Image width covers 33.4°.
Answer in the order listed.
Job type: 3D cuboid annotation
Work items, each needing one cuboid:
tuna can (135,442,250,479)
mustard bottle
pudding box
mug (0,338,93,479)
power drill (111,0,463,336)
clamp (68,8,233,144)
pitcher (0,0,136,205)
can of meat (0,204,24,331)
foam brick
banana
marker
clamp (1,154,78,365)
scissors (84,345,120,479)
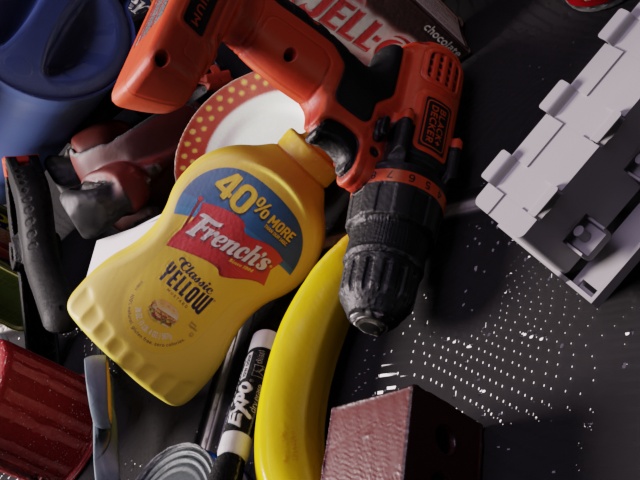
[{"bbox_3d":[-0.075,0.158,0.588,0.086,0.033,0.086,-31,42,32],"label":"tuna can"},{"bbox_3d":[-0.054,0.001,0.639,0.191,0.096,0.058,-47,2,4],"label":"mustard bottle"},{"bbox_3d":[0.020,-0.128,0.640,0.090,0.113,0.039,-32,45,31],"label":"pudding box"},{"bbox_3d":[-0.209,0.129,0.732,0.093,0.081,0.117,-25,45,36],"label":"mug"},{"bbox_3d":[-0.011,-0.062,0.561,0.057,0.187,0.184,-32,36,48],"label":"power drill"},{"bbox_3d":[-0.158,-0.138,0.888,0.210,0.036,0.165,23,121,34],"label":"clamp"},{"bbox_3d":[-0.256,-0.114,0.851,0.243,0.149,0.145,-38,47,54],"label":"pitcher"},{"bbox_3d":[-0.268,0.018,0.879,0.057,0.102,0.084,-44,38,16],"label":"can of meat"},{"bbox_3d":[0.035,0.113,0.476,0.051,0.053,0.078,-22,47,39],"label":"foam brick"},{"bbox_3d":[-0.002,0.083,0.565,0.070,0.037,0.197,-14,51,21],"label":"banana"},{"bbox_3d":[-0.041,0.096,0.585,0.020,0.020,0.121,-31,26,31],"label":"marker"},{"bbox_3d":[-0.207,0.011,0.786,0.120,0.039,0.171,-31,70,57],"label":"clamp"},{"bbox_3d":[-0.142,0.084,0.687,0.202,0.016,0.096,-114,21,-57],"label":"scissors"}]
